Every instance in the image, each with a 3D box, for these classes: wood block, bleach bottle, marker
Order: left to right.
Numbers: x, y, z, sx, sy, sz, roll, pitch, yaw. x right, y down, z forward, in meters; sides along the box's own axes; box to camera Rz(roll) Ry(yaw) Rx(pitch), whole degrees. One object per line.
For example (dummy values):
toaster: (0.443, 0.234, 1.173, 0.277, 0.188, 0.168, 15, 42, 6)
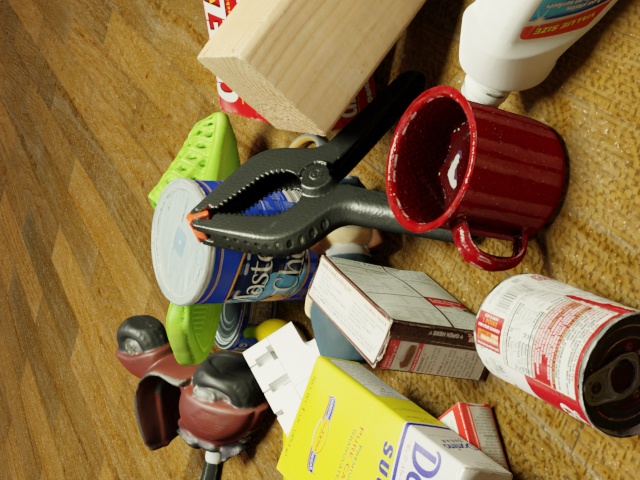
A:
marker: (-0.101, 0.190, 1.066, 0.020, 0.020, 0.121, 20, 100, 62)
wood block: (0.015, -0.187, 0.790, 0.206, 0.090, 0.091, -54, 26, -8)
bleach bottle: (0.155, -0.172, 0.623, 0.068, 0.102, 0.251, 62, 146, 27)

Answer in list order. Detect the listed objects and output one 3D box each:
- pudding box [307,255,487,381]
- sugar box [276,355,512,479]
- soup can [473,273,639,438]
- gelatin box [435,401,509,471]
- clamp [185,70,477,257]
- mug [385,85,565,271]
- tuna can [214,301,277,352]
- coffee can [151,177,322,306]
pudding box: (0.055, 0.052, 0.734, 0.114, 0.089, 0.039, 41, 118, 58)
sugar box: (0.041, 0.152, 0.700, 0.176, 0.048, 0.093, 30, 103, 57)
soup can: (0.140, 0.060, 0.594, 0.102, 0.068, 0.068, 24, 103, 62)
gelatin box: (0.087, 0.159, 0.706, 0.089, 0.030, 0.073, -49, 42, 44)
clamp: (0.004, -0.047, 0.790, 0.036, 0.210, 0.164, 69, -168, -51)
mug: (0.102, -0.034, 0.675, 0.093, 0.081, 0.117, -44, 46, 46)
tuna can: (-0.076, 0.066, 1.038, 0.086, 0.033, 0.086, -28, 58, 57)
coffee can: (-0.056, 0.001, 0.888, 0.103, 0.140, 0.103, 0, 90, 56)
